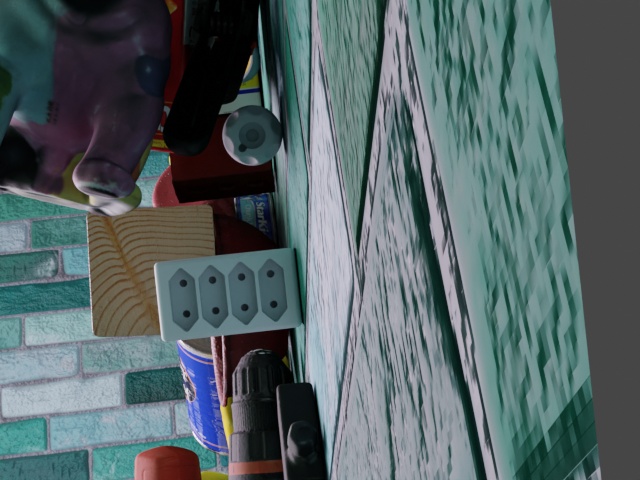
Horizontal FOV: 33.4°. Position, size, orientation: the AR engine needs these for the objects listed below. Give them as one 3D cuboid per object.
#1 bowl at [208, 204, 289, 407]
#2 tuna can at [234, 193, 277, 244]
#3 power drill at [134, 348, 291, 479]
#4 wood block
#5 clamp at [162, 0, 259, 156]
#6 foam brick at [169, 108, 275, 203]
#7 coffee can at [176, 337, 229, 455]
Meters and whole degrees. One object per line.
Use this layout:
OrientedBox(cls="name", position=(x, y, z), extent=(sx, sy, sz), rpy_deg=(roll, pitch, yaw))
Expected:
OrientedBox(cls="bowl", position=(-0.059, 0.050, 0.854), extent=(0.162, 0.055, 0.162), rpy_deg=(176, 90, -80))
OrientedBox(cls="tuna can", position=(-0.056, 0.001, 0.952), extent=(0.086, 0.033, 0.086), rpy_deg=(174, 90, -86))
OrientedBox(cls="power drill", position=(-0.072, 0.178, 0.759), extent=(0.188, 0.057, 0.184), rpy_deg=(-23, 67, 55))
OrientedBox(cls="wood block", position=(-0.133, 0.019, 0.841), extent=(0.206, 0.090, 0.091), rpy_deg=(-169, 76, -81))
OrientedBox(cls="clamp", position=(-0.060, -0.122, 0.645), extent=(0.210, 0.036, 0.164), rpy_deg=(122, 160, -87))
OrientedBox(cls="foam brick", position=(-0.075, -0.064, 0.816), extent=(0.053, 0.078, 0.051), rpy_deg=(89, 174, -72))
OrientedBox(cls="coffee can", position=(-0.084, 0.124, 1.035), extent=(0.103, 0.102, 0.140), rpy_deg=(-101, 6, -51))
